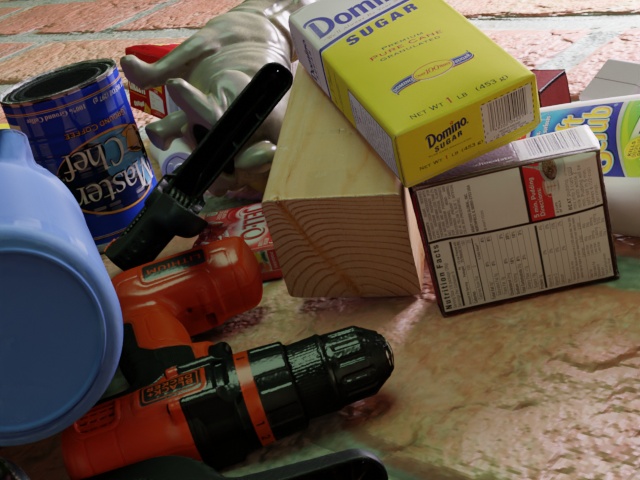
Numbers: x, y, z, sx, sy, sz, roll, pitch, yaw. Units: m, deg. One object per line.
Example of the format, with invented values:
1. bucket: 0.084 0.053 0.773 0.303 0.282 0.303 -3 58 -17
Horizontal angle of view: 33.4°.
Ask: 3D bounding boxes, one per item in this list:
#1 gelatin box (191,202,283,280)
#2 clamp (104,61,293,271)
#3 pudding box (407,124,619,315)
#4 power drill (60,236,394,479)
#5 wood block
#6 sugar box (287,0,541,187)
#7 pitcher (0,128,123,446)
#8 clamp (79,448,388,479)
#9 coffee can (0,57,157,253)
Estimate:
1. gelatin box: -0.055 0.001 0.798 0.073 0.030 0.089 -11 25 11
2. clamp: -0.105 -0.023 0.761 0.210 0.036 0.164 -40 17 41
3. pudding box: 0.116 -0.011 0.643 0.113 0.090 0.039 -12 26 8
4. power drill: -0.061 0.062 0.634 0.184 0.057 0.188 -18 24 -3
5. wood block: 0.028 -0.066 0.738 0.090 0.091 0.206 -2 44 14
6. sugar box: 0.053 -0.110 0.671 0.093 0.048 0.176 -24 43 -10
7. pitcher: -0.184 0.037 0.603 0.145 0.149 0.243 -34 19 -10
8. clamp: -0.063 0.140 0.491 0.172 0.039 0.120 -9 19 30
9. coffee can: -0.201 -0.072 0.912 0.103 0.140 0.103 -14 24 6
